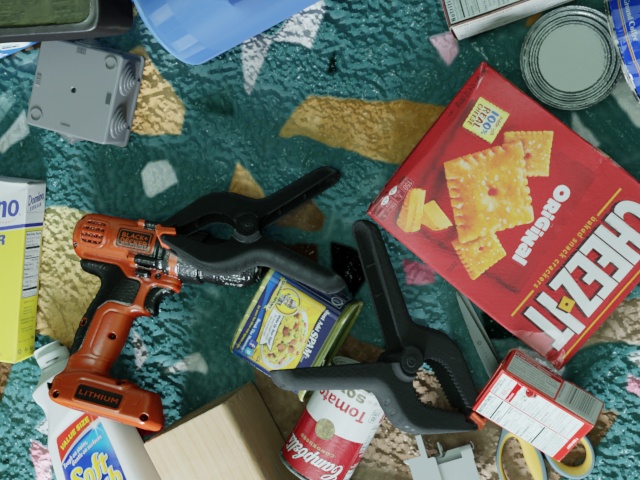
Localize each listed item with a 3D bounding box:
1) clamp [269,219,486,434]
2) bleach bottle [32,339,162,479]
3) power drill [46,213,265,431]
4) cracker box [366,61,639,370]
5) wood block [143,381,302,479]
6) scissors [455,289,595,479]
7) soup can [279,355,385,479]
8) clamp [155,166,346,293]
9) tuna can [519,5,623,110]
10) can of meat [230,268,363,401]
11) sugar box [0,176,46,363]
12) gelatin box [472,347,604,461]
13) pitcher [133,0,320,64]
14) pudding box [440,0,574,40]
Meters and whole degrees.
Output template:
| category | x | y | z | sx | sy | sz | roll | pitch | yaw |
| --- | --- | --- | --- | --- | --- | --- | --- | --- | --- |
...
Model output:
| category | x | y | z | sx | sy | sz | roll | pitch | yaw |
| --- | --- | --- | --- | --- | --- | --- | --- | --- | --- |
| clamp | 0.059 | 0.108 | 0.909 | 0.210 | 0.036 | 0.164 | 47 | 63 | -19 |
| bleach bottle | -0.215 | 0.217 | 1.025 | 0.103 | 0.068 | 0.251 | -28 | 86 | 14 |
| power drill | -0.156 | 0.074 | 0.970 | 0.184 | 0.057 | 0.187 | 10 | 73 | 13 |
| cracker box | 0.170 | -0.022 | 0.900 | 0.214 | 0.072 | 0.164 | 40 | 104 | 7 |
| wood block | -0.063 | 0.246 | 0.974 | 0.090 | 0.090 | 0.206 | -29 | 88 | 15 |
| scissors | 0.183 | 0.135 | 0.941 | 0.096 | 0.016 | 0.202 | -10 | 93 | 13 |
| soup can | 0.016 | 0.164 | 0.958 | 0.068 | 0.068 | 0.102 | 30 | 101 | 9 |
| clamp | -0.056 | 0.001 | 0.938 | 0.171 | 0.039 | 0.120 | -12 | 60 | 0 |
| tuna can | 0.212 | -0.152 | 0.896 | 0.086 | 0.033 | 0.086 | 1 | 96 | 14 |
| can of meat | -0.023 | 0.079 | 0.966 | 0.084 | 0.057 | 0.102 | 31 | 101 | 12 |
| sugar box | -0.322 | 0.025 | 1.040 | 0.093 | 0.048 | 0.176 | 6 | 98 | 13 |
| gelatin box | 0.182 | 0.138 | 0.898 | 0.089 | 0.030 | 0.073 | 31 | 143 | 9 |
| pitcher | -0.041 | -0.245 | 0.888 | 0.243 | 0.149 | 0.145 | -27 | 69 | 21 |
| pudding box | 0.152 | -0.229 | 0.892 | 0.114 | 0.039 | 0.090 | -17 | 77 | 17 |
